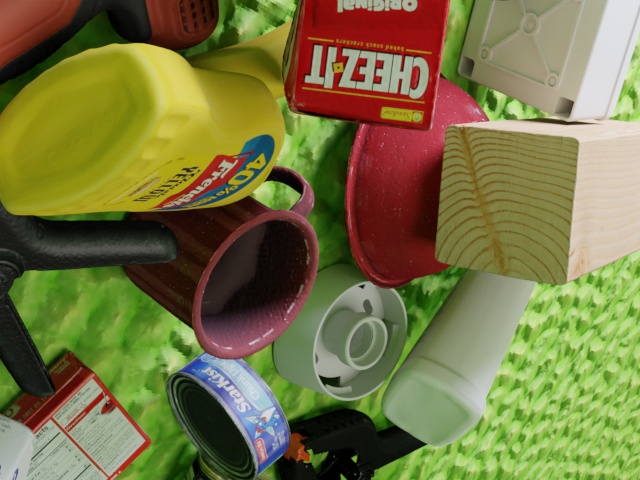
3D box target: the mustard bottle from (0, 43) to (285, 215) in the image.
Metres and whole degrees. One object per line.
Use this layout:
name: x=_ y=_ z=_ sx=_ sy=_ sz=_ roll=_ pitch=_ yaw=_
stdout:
mustard bottle: x=-0.070 y=-0.048 z=0.526 sx=0.096 sy=0.058 sz=0.191 roll=-31 pitch=171 yaw=19

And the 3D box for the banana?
banana: x=-0.013 y=-0.126 z=0.624 sx=0.197 sy=0.037 sz=0.069 roll=-45 pitch=122 yaw=-20

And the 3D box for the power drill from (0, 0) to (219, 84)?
power drill: x=-0.127 y=-0.138 z=0.462 sx=0.187 sy=0.057 sz=0.184 roll=-36 pitch=137 yaw=-28

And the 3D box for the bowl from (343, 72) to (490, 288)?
bowl: x=0.082 y=-0.041 z=0.740 sx=0.161 sy=0.055 sz=0.162 roll=-23 pitch=118 yaw=-52

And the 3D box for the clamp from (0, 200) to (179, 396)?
clamp: x=-0.166 y=0.020 z=0.531 sx=0.171 sy=0.039 sz=0.120 roll=23 pitch=105 yaw=-39

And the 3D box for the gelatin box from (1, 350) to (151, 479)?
gelatin box: x=-0.151 y=0.118 z=0.635 sx=0.073 sy=0.030 sz=0.089 roll=-44 pitch=141 yaw=-17

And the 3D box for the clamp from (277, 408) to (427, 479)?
clamp: x=0.031 y=0.183 z=0.883 sx=0.164 sy=0.036 sz=0.209 roll=-52 pitch=142 yaw=-9

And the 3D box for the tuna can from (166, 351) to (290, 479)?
tuna can: x=-0.059 y=0.113 z=0.689 sx=0.033 sy=0.086 sz=0.086 roll=-35 pitch=137 yaw=-31

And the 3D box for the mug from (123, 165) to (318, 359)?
mug: x=-0.054 y=0.001 z=0.621 sx=0.117 sy=0.082 sz=0.093 roll=-49 pitch=142 yaw=-13

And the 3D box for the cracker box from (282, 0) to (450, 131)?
cracker box: x=0.026 y=-0.169 z=0.509 sx=0.164 sy=0.072 sz=0.214 roll=-96 pitch=-166 yaw=-79

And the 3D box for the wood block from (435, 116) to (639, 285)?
wood block: x=0.167 y=-0.035 z=0.734 sx=0.205 sy=0.090 sz=0.091 roll=-14 pitch=110 yaw=-56

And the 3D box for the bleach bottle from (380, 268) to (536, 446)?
bleach bottle: x=0.137 y=0.039 z=0.845 sx=0.250 sy=0.068 sz=0.103 roll=-56 pitch=176 yaw=-31
